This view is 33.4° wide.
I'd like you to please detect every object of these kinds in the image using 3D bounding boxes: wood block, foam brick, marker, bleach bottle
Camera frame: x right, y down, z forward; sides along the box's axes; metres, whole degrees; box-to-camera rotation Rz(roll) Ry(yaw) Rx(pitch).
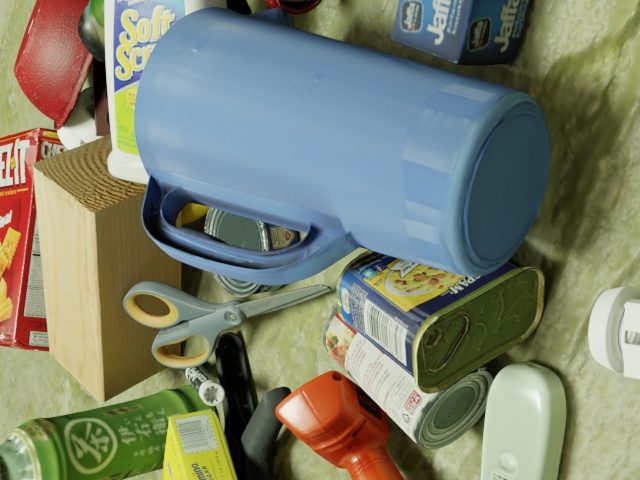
[{"bbox_3d":[-0.182,0.024,0.926,0.090,0.090,0.206,34,135,32],"label":"wood block"},{"bbox_3d":[-0.168,-0.132,0.954,0.053,0.051,0.078,10,103,49],"label":"foam brick"},{"bbox_3d":[-0.102,0.118,0.911,0.121,0.020,0.020,-164,70,-73],"label":"marker"},{"bbox_3d":[-0.115,-0.164,0.763,0.103,0.068,0.251,11,121,23],"label":"bleach bottle"}]

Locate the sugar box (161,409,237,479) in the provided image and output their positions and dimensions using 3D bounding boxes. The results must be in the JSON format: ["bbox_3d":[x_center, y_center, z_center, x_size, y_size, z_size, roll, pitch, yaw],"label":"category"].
[{"bbox_3d":[-0.106,0.230,0.902,0.176,0.048,0.093,107,149,-45],"label":"sugar box"}]

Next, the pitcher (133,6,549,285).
[{"bbox_3d":[0.006,-0.051,0.654,0.243,0.144,0.149,19,115,36],"label":"pitcher"}]

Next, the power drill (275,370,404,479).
[{"bbox_3d":[0.039,0.177,0.683,0.057,0.184,0.188,-33,57,5],"label":"power drill"}]

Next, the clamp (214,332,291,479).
[{"bbox_3d":[-0.056,0.171,0.877,0.120,0.039,0.171,-153,59,-66],"label":"clamp"}]

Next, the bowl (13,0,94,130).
[{"bbox_3d":[-0.239,-0.185,0.974,0.162,0.055,0.162,-51,28,41],"label":"bowl"}]

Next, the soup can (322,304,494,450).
[{"bbox_3d":[0.058,0.081,0.708,0.102,0.068,0.069,43,127,37],"label":"soup can"}]

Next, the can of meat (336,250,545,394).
[{"bbox_3d":[0.072,0.035,0.658,0.084,0.102,0.057,37,144,43],"label":"can of meat"}]

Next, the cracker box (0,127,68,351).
[{"bbox_3d":[-0.301,0.001,1.081,0.164,0.071,0.214,-2,82,53],"label":"cracker box"}]

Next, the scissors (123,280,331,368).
[{"bbox_3d":[-0.086,0.047,0.846,0.096,0.016,0.202,43,133,-12],"label":"scissors"}]

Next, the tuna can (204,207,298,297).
[{"bbox_3d":[-0.056,0.001,0.857,0.086,0.033,0.086,11,104,49],"label":"tuna can"}]
